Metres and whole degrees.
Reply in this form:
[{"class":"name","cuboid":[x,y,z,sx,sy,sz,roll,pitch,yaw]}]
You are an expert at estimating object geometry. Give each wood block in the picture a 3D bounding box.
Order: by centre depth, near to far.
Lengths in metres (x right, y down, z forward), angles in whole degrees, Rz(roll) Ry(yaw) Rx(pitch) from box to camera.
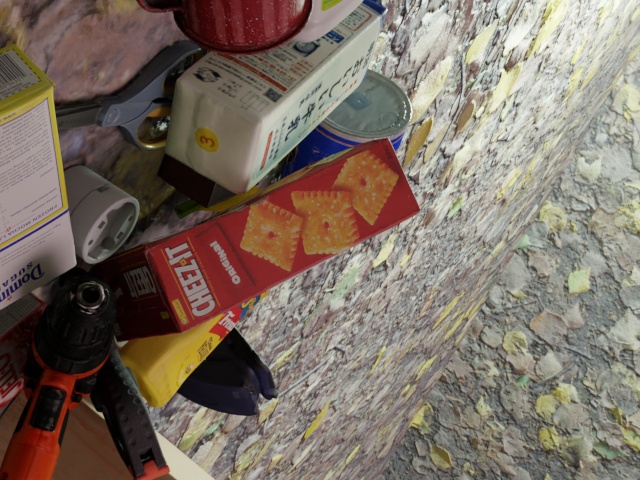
[{"class":"wood block","cuboid":[-0.168,0.203,0.890,0.090,0.206,0.090,-54,164,-2]}]

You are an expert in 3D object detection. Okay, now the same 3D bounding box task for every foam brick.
[{"class":"foam brick","cuboid":[-0.082,-0.069,0.863,0.078,0.051,0.053,-31,151,-54]}]

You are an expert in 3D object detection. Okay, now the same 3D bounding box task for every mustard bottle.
[{"class":"mustard bottle","cuboid":[-0.102,0.062,0.975,0.191,0.058,0.096,-47,163,-21]}]

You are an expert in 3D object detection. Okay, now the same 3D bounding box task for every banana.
[{"class":"banana","cuboid":[-0.083,-0.023,0.990,0.069,0.037,0.197,-32,161,0]}]

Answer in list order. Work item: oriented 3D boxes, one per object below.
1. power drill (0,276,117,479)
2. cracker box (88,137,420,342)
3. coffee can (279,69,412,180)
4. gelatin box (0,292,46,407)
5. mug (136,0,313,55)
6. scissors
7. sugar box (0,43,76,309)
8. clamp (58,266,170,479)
[{"class":"power drill","cuboid":[-0.183,0.130,0.694,0.185,0.057,0.187,124,-18,-58]},{"class":"cracker box","cuboid":[-0.055,0.001,0.824,0.213,0.072,0.164,-26,-176,-27]},{"class":"coffee can","cuboid":[0.020,-0.083,1.030,0.102,0.103,0.140,-40,159,-40]},{"class":"gelatin box","cuboid":[-0.234,0.085,0.784,0.073,0.030,0.089,-43,160,-33]},{"class":"mug","cuboid":[-0.063,-0.175,0.668,0.117,0.093,0.081,-13,147,-8]},{"class":"scissors","cuboid":[-0.132,-0.103,0.721,0.096,0.016,0.201,-59,163,8]},{"class":"sugar box","cuboid":[-0.198,-0.024,0.627,0.093,0.048,0.176,-33,158,-27]},{"class":"clamp","cuboid":[-0.164,0.115,0.837,0.039,0.171,0.120,-20,159,-13]}]
